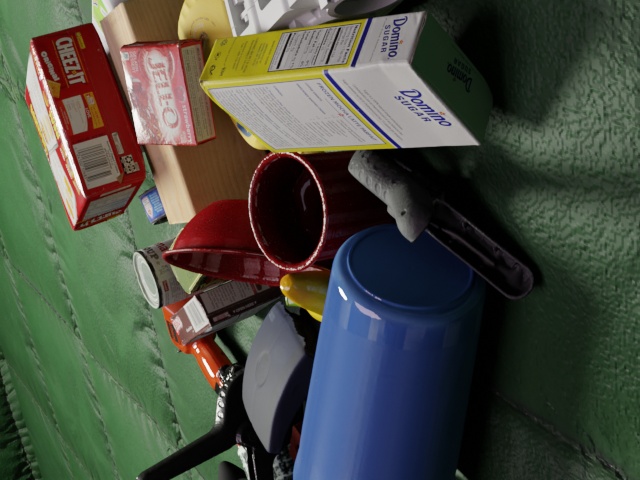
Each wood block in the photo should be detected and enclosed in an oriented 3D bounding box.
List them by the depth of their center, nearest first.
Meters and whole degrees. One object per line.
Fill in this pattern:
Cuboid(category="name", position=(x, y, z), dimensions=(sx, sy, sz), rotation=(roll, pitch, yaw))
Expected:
Cuboid(category="wood block", position=(-0.125, -0.128, 1.013), dimensions=(0.090, 0.090, 0.206), rotation=(-3, 107, 65))

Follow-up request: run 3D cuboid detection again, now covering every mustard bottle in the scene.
Cuboid(category="mustard bottle", position=(-0.051, -0.134, 0.897), dimensions=(0.192, 0.058, 0.096), rotation=(55, 140, 25))

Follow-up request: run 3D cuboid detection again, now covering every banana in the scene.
Cuboid(category="banana", position=(0.003, 0.051, 0.897), dimensions=(0.198, 0.069, 0.037), rotation=(95, 172, -81))

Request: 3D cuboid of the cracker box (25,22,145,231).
Cuboid(category="cracker box", position=(-0.247, -0.110, 1.109), dimensions=(0.214, 0.072, 0.164), rotation=(153, 97, -72))

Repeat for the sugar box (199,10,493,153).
Cuboid(category="sugar box", position=(0.015, -0.099, 0.695), dimensions=(0.177, 0.048, 0.093), rotation=(0, 153, 38))

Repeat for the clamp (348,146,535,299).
Cuboid(category="clamp", position=(0.075, -0.020, 0.728), dimensions=(0.120, 0.039, 0.171), rotation=(37, -168, -30))

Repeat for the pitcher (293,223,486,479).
Cuboid(category="pitcher", position=(0.052, 0.103, 0.815), dimensions=(0.149, 0.144, 0.243), rotation=(35, 137, 31))

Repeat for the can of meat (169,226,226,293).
Cuboid(category="can of meat", position=(-0.100, 0.008, 1.077), dimensions=(0.057, 0.083, 0.102), rotation=(63, 155, 11))

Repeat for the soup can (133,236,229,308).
Cuboid(category="soup can", position=(-0.143, 0.026, 1.157), dimensions=(0.069, 0.102, 0.068), rotation=(45, 147, 41))

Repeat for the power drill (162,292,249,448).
Cuboid(category="power drill", position=(-0.116, 0.142, 1.220), dimensions=(0.188, 0.057, 0.184), rotation=(55, 162, 31))

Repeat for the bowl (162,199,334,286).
Cuboid(category="bowl", position=(-0.056, 0.001, 0.945), dimensions=(0.162, 0.162, 0.055), rotation=(162, 118, -65))

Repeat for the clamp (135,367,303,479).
Cuboid(category="clamp", position=(-0.069, 0.208, 1.085), dimensions=(0.164, 0.209, 0.036), rotation=(39, 159, -15))

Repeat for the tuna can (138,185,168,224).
Cuboid(category="tuna can", position=(-0.146, -0.048, 1.124), dimensions=(0.034, 0.086, 0.086), rotation=(66, 155, 1))

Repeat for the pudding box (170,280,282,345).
Cuboid(category="pudding box", position=(-0.100, 0.069, 1.119), dimensions=(0.039, 0.089, 0.114), rotation=(65, 154, 4))

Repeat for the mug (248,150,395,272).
Cuboid(category="mug", position=(-0.003, -0.026, 0.830), dimensions=(0.117, 0.081, 0.093), rotation=(-6, 92, 49))

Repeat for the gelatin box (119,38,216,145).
Cuboid(category="gelatin box", position=(-0.131, -0.127, 0.919), dimensions=(0.073, 0.030, 0.089), rotation=(5, 111, 37))
